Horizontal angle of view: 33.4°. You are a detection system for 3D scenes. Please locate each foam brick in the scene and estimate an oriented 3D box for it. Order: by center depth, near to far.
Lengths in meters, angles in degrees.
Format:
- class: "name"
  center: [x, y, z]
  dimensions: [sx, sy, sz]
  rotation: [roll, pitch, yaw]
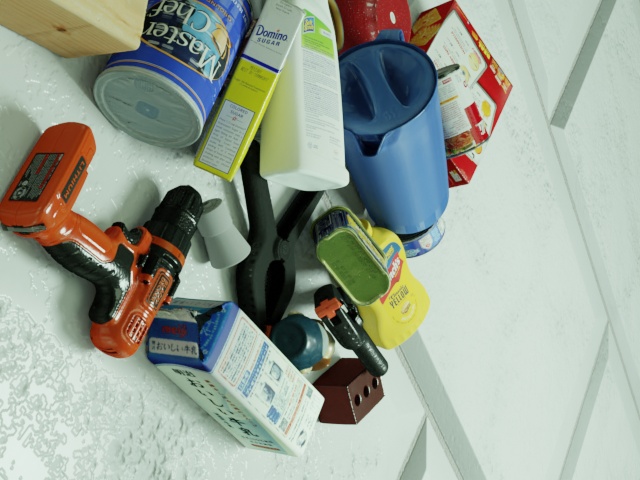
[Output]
- class: "foam brick"
  center: [0.034, 0.179, 1.278]
  dimensions: [0.078, 0.051, 0.053]
  rotation: [-36, 119, -52]

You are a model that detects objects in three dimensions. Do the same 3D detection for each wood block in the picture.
- class: "wood block"
  center: [-0.235, -0.225, 0.831]
  dimensions: [0.205, 0.091, 0.090]
  rotation: [25, 69, -55]

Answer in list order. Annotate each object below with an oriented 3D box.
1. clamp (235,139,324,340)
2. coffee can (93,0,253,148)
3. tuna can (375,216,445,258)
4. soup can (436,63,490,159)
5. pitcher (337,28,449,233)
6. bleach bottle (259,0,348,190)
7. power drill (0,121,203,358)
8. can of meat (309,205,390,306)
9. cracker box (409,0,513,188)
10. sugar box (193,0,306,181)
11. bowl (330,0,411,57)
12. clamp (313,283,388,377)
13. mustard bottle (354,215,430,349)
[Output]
- class: "clamp"
  center: [-0.058, 0.001, 1.150]
  dimensions: [0.164, 0.036, 0.210]
  rotation: [36, 62, -55]
- class: "coffee can"
  center: [-0.133, -0.170, 0.978]
  dimensions: [0.102, 0.103, 0.140]
  rotation: [53, 47, -43]
- class: "tuna can"
  center: [0.117, -0.018, 1.382]
  dimensions: [0.033, 0.086, 0.086]
  rotation: [61, 42, -39]
- class: "soup can"
  center: [0.162, -0.161, 1.335]
  dimensions: [0.068, 0.069, 0.102]
  rotation: [-40, 110, -50]
- class: "pitcher"
  center: [0.088, -0.121, 1.266]
  dimensions: [0.149, 0.145, 0.243]
  rotation: [-37, 148, -10]
- class: "bleach bottle"
  center: [-0.016, -0.184, 1.126]
  dimensions: [0.102, 0.068, 0.251]
  rotation: [13, 75, -55]
- class: "power drill"
  center: [-0.183, -0.016, 0.938]
  dimensions: [0.187, 0.057, 0.184]
  rotation: [54, 47, -42]
- class: "can of meat"
  center: [0.035, 0.018, 1.224]
  dimensions: [0.102, 0.057, 0.084]
  rotation: [51, 8, -15]
- class: "cracker box"
  center: [0.167, -0.198, 1.455]
  dimensions: [0.164, 0.072, 0.213]
  rotation: [50, 48, -26]
- class: "sugar box"
  center: [-0.068, -0.148, 1.035]
  dimensions: [0.176, 0.048, 0.093]
  rotation: [-63, -173, 7]
- class: "bowl"
  center: [0.069, -0.277, 1.341]
  dimensions: [0.161, 0.055, 0.162]
  rotation: [2, 87, -57]
- class: "clamp"
  center: [0.025, 0.085, 1.215]
  dimensions: [0.120, 0.039, 0.171]
  rotation: [55, 1, 29]
- class: "mustard bottle"
  center: [0.069, 0.040, 1.326]
  dimensions: [0.096, 0.058, 0.191]
  rotation: [-45, 128, -22]
